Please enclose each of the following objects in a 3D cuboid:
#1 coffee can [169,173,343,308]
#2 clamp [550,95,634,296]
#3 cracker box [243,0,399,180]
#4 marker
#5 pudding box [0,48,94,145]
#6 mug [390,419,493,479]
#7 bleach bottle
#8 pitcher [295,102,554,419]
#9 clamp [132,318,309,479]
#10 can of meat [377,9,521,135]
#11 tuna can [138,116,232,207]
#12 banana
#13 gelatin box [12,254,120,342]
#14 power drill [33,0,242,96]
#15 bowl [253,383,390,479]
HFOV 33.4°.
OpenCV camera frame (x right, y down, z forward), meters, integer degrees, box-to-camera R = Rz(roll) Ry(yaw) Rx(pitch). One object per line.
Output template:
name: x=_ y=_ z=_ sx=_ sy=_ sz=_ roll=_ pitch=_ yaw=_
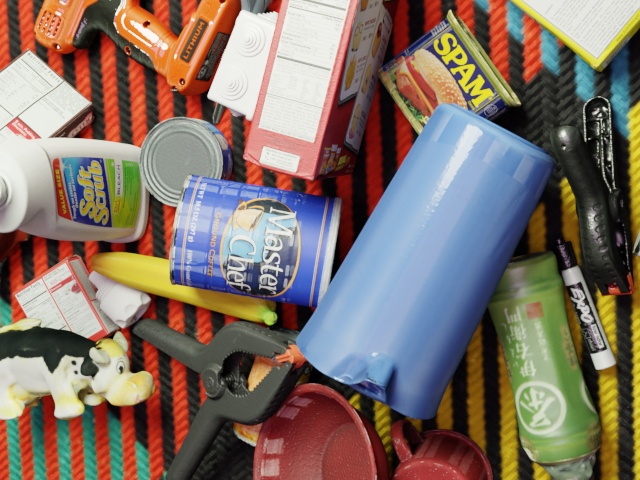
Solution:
coffee can: x=-0.056 y=0.001 z=0.960 sx=0.140 sy=0.103 sz=0.103 roll=9 pitch=97 yaw=1
clamp: x=0.229 y=-0.032 z=0.889 sx=0.039 sy=0.120 sz=0.171 roll=-9 pitch=95 yaw=38
cracker box: x=0.008 y=-0.163 z=0.912 sx=0.072 sy=0.164 sz=0.214 roll=16 pitch=99 yaw=12
marker: x=0.231 y=0.054 z=0.942 sx=0.020 sy=0.020 sz=0.121 roll=-21 pitch=89 yaw=16
pudding box: x=-0.291 y=-0.120 z=1.037 sx=0.090 sy=0.039 sz=0.113 roll=40 pitch=65 yaw=10
mug: x=0.099 y=0.215 z=0.960 sx=0.093 sy=0.081 sz=0.117 roll=-30 pitch=87 yaw=16
bleach bottle: x=-0.232 y=-0.039 z=0.944 sx=0.068 sy=0.250 sz=0.102 roll=7 pitch=97 yaw=15
pitcher: x=0.090 y=0.013 z=0.892 sx=0.149 sy=0.144 sz=0.243 roll=37 pitch=103 yaw=45
clamp: x=-0.091 y=0.141 z=0.989 sx=0.210 sy=0.036 sz=0.164 roll=-14 pitch=83 yaw=39
can of meat: x=0.112 y=-0.136 z=0.941 sx=0.084 sy=0.057 sz=0.102 roll=-36 pitch=85 yaw=18
tuna can: x=-0.128 y=-0.075 z=1.024 sx=0.086 sy=0.033 sz=0.086 roll=1 pitch=95 yaw=16
banana: x=-0.120 y=0.043 z=1.015 sx=0.198 sy=0.069 sz=0.037 roll=14 pitch=83 yaw=17
gelatin box: x=-0.256 y=0.071 z=1.075 sx=0.073 sy=0.030 sz=0.089 roll=-31 pitch=87 yaw=17
power drill: x=-0.167 y=-0.236 z=1.011 sx=0.188 sy=0.057 sz=0.184 roll=30 pitch=105 yaw=14
bowl: x=0.010 y=0.207 z=0.942 sx=0.162 sy=0.055 sz=0.162 roll=-8 pitch=80 yaw=48
